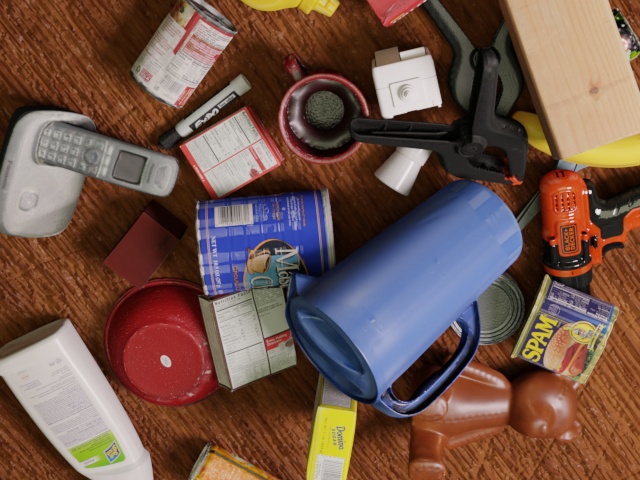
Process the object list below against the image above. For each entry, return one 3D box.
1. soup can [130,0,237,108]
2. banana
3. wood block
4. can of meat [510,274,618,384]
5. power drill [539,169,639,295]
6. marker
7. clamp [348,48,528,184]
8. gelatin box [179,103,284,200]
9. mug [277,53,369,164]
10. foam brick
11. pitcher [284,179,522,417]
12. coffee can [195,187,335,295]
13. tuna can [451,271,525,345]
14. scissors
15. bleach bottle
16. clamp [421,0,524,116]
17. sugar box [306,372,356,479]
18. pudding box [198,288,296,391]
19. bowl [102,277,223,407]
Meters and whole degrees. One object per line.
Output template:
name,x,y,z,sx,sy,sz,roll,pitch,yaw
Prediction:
soup can,-0.143,-0.197,1.108,0.068,0.068,0.102,36,105,-8
banana,0.299,-0.109,1.113,0.198,0.037,0.069,-6,84,3
wood block,0.236,-0.190,1.027,0.091,0.090,0.206,-19,93,9
can of meat,0.261,0.097,1.143,0.084,0.057,0.102,23,133,9
power drill,0.332,0.000,1.146,0.187,0.057,0.184,-10,117,4
marker,-0.127,-0.136,1.151,0.121,0.020,0.020,-35,102,12
clamp,0.139,-0.105,1.082,0.165,0.036,0.209,-21,147,25
gelatin box,-0.096,-0.095,1.156,0.089,0.030,0.073,-29,102,12
mug,-0.003,-0.143,1.110,0.093,0.081,0.117,-34,102,12
foam brick,-0.193,0.004,1.180,0.053,0.051,0.078,39,105,-10
pitcher,0.097,0.053,1.092,0.242,0.145,0.149,-38,136,-22
coffee can,-0.057,0.001,1.139,0.140,0.103,0.103,-6,107,-1
tuna can,0.183,0.071,1.190,0.086,0.033,0.086,1,107,2
scissors,0.248,-0.085,1.149,0.202,0.016,0.096,-37,101,12
bleach bottle,-0.276,0.219,1.245,0.102,0.068,0.251,-24,106,10
clamp,0.179,-0.197,1.107,0.120,0.039,0.171,-12,107,16
sugar box,0.015,0.185,1.159,0.048,0.176,0.093,9,108,2
pudding box,-0.079,0.100,1.190,0.089,0.039,0.113,-19,106,-25
bowl,-0.174,0.127,1.215,0.162,0.055,0.162,1,107,2
